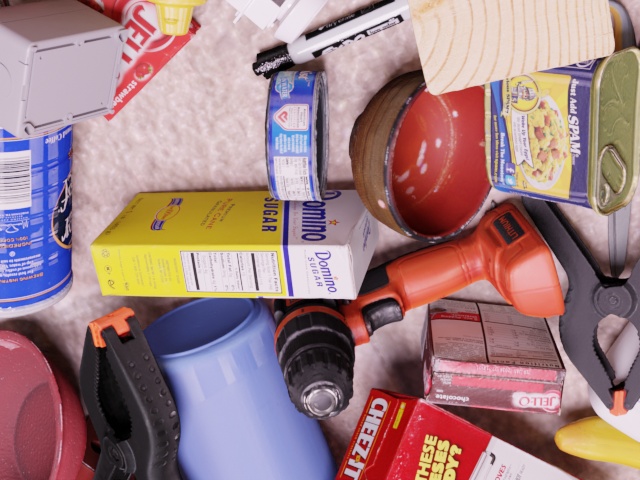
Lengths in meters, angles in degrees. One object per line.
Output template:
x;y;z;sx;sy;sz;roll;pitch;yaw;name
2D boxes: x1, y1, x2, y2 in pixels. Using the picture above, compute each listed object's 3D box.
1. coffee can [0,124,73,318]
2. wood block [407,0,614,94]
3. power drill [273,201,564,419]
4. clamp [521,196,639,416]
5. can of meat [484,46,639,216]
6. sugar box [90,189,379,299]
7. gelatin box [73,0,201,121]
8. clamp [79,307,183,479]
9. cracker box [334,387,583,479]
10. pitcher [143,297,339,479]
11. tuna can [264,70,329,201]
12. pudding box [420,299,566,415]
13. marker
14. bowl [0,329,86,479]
-0.220;-0.033;0.725;0.103;0.102;0.140;7;116;1;coffee can
0.091;-0.161;0.578;0.091;0.206;0.090;-11;114;10;wood block
0.059;0.042;0.704;0.187;0.184;0.057;-16;113;2;power drill
0.209;0.031;0.719;0.120;0.039;0.171;-10;97;31;clamp
0.153;-0.073;0.678;0.084;0.057;0.102;14;117;40;can of meat
-0.055;0.001;0.720;0.176;0.093;0.048;-3;115;14;sugar box
-0.136;-0.136;0.707;0.089;0.030;0.073;-39;107;21;gelatin box
-0.133;0.142;0.741;0.165;0.036;0.210;11;119;47;clamp
0.102;0.222;0.770;0.213;0.072;0.164;29;77;-27;cracker box
-0.062;0.167;0.805;0.149;0.145;0.243;-18;110;0;pitcher
-0.014;-0.069;0.700;0.034;0.086;0.086;1;116;6;tuna can
0.117;0.079;0.745;0.090;0.113;0.039;6;110;2;pudding box
0.010;-0.135;0.702;0.121;0.020;0.020;-21;113;14;marker
-0.229;0.150;0.814;0.162;0.162;0.055;-47;148;22;bowl
